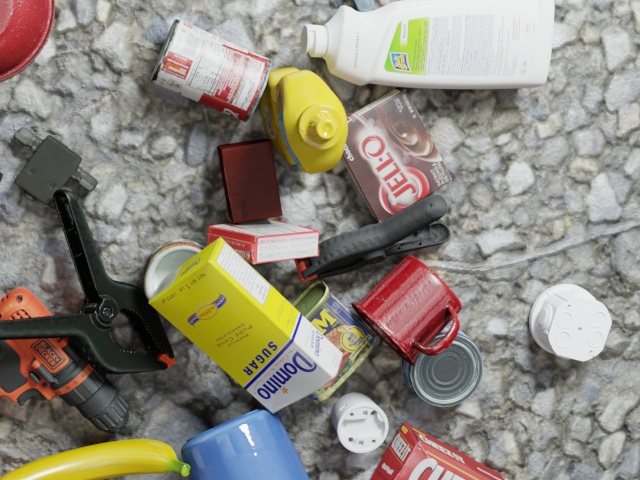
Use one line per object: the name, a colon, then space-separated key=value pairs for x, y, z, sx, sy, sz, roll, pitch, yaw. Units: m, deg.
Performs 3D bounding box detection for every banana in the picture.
banana: x=-0.230 y=0.226 z=1.061 sx=0.197 sy=0.070 sz=0.037 roll=-8 pitch=92 yaw=-8

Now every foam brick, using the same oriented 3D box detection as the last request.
foam brick: x=-0.072 y=-0.061 z=1.079 sx=0.053 sy=0.051 sz=0.078 roll=-9 pitch=102 yaw=-8

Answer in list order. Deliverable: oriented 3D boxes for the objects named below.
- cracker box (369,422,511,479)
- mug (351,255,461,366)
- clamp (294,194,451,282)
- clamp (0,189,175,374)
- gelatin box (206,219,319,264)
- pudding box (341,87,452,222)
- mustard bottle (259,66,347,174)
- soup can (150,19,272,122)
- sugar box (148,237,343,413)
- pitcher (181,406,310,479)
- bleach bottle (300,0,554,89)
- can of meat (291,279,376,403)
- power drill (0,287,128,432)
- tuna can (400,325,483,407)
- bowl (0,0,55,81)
cracker box: x=0.112 y=0.336 z=1.178 sx=0.164 sy=0.072 sz=0.214 roll=30 pitch=93 yaw=-14
mug: x=0.099 y=0.075 z=1.108 sx=0.081 sy=0.117 sz=0.093 roll=-45 pitch=129 yaw=-5
clamp: x=0.057 y=-0.001 z=1.089 sx=0.171 sy=0.120 sz=0.039 roll=-19 pitch=68 yaw=-5
clamp: x=-0.221 y=0.060 z=1.056 sx=0.209 sy=0.036 sz=0.164 roll=37 pitch=62 yaw=-37
gelatin box: x=-0.057 y=0.001 z=1.064 sx=0.089 sy=0.073 sz=0.030 roll=-7 pitch=104 yaw=-44
pudding box: x=0.071 y=-0.089 z=1.107 sx=0.090 sy=0.039 sz=0.113 roll=-31 pitch=104 yaw=-4
mustard bottle: x=-0.014 y=-0.113 z=1.007 sx=0.058 sy=0.192 sz=0.096 roll=-14 pitch=103 yaw=-8
soup can: x=-0.107 y=-0.166 z=1.043 sx=0.102 sy=0.068 sz=0.068 roll=22 pitch=96 yaw=-14
sugar box: x=-0.071 y=0.086 z=1.037 sx=0.093 sy=0.048 sz=0.176 roll=-33 pitch=110 yaw=33
pitcher: x=-0.057 y=0.300 z=1.073 sx=0.145 sy=0.149 sz=0.243 roll=-24 pitch=81 yaw=1
bleach bottle: x=0.105 y=-0.204 z=1.069 sx=0.250 sy=0.068 sz=0.102 roll=0 pitch=101 yaw=-15
can of meat: x=-0.003 y=0.108 z=1.122 sx=0.102 sy=0.057 sz=0.084 roll=-46 pitch=108 yaw=1
power drill: x=-0.311 y=0.165 z=1.074 sx=0.187 sy=0.057 sz=0.184 roll=-38 pitch=108 yaw=-4
tuna can: x=0.133 y=0.137 z=1.165 sx=0.086 sy=0.034 sz=0.086 roll=-2 pitch=101 yaw=-11
bowl: x=-0.331 y=-0.225 z=0.996 sx=0.162 sy=0.055 sz=0.162 roll=-2 pitch=101 yaw=-10
